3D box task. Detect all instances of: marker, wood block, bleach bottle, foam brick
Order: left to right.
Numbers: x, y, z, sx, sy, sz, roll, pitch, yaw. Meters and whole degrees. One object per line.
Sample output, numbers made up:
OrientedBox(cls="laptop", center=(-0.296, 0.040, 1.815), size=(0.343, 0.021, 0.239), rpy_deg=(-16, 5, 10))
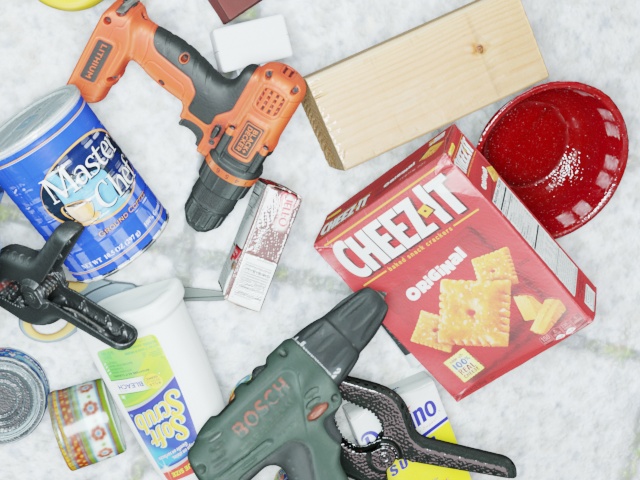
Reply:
OrientedBox(cls="bleach bottle", center=(-0.125, 0.163, 0.986), size=(0.103, 0.068, 0.251), rpy_deg=(-16, 109, 22))
OrientedBox(cls="foam brick", center=(-0.067, -0.239, 0.963), size=(0.078, 0.051, 0.053), rpy_deg=(-33, 101, -4))
OrientedBox(cls="marker", center=(0.062, 0.073, 1.044), size=(0.020, 0.020, 0.121), rpy_deg=(-39, 102, -3))
OrientedBox(cls="wood block", center=(0.090, -0.148, 0.983), size=(0.206, 0.090, 0.091), rpy_deg=(-24, 100, -6))

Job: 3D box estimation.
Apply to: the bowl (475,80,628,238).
OrientedBox(cls="bowl", center=(0.208, -0.082, 1.017), size=(0.162, 0.055, 0.162), rpy_deg=(-7, 117, -14))

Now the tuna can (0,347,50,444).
OrientedBox(cls="tuna can", center=(-0.294, 0.144, 0.984), size=(0.086, 0.034, 0.086), rpy_deg=(-1, 98, -10))

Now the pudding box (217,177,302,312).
OrientedBox(cls="pudding box", center=(-0.056, 0.001, 0.978), size=(0.039, 0.090, 0.113), rpy_deg=(22, 94, -11))

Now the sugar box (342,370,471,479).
OrientedBox(cls="sugar box", center=(0.096, 0.229, 1.057), size=(0.093, 0.048, 0.176), rpy_deg=(-23, 102, -6))

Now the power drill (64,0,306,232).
OrientedBox(cls="power drill", center=(-0.128, -0.114, 0.949), size=(0.187, 0.057, 0.185), rpy_deg=(31, 118, -7))

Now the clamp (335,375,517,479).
OrientedBox(cls="clamp", center=(0.071, 0.197, 1.005), size=(0.164, 0.036, 0.210), rpy_deg=(-36, 94, 3))

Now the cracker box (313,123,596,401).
OrientedBox(cls="cracker box", center=(0.125, 0.027, 0.987), size=(0.164, 0.072, 0.213), rpy_deg=(-36, 105, 29))

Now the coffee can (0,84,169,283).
OrientedBox(cls="coffee can", center=(-0.212, -0.048, 0.922), size=(0.103, 0.103, 0.140), rpy_deg=(-36, 115, -4))

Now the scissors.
OrientedBox(cls="scissors", center=(-0.193, 0.065, 1.000), size=(0.201, 0.016, 0.096), rpy_deg=(18, 96, -11))

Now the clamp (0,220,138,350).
OrientedBox(cls="clamp", center=(-0.228, 0.047, 0.916), size=(0.039, 0.172, 0.120), rpy_deg=(-36, 108, -41))
